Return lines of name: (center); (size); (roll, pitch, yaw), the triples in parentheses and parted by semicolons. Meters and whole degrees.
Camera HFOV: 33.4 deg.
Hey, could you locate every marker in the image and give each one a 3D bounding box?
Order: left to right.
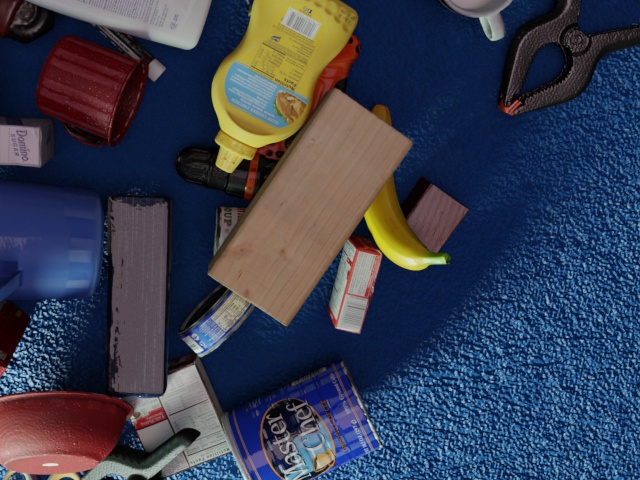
marker: (-0.205, -0.206, 1.062); (0.121, 0.020, 0.020); (42, 94, -11)

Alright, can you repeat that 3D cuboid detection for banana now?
banana: (0.072, -0.044, 1.075); (0.070, 0.037, 0.198); (-31, 62, 19)

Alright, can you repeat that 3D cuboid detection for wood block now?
wood block: (-0.012, -0.034, 1.011); (0.090, 0.091, 0.206); (34, 91, -8)

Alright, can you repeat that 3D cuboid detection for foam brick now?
foam brick: (0.109, -0.019, 1.112); (0.051, 0.053, 0.078); (34, 96, -11)

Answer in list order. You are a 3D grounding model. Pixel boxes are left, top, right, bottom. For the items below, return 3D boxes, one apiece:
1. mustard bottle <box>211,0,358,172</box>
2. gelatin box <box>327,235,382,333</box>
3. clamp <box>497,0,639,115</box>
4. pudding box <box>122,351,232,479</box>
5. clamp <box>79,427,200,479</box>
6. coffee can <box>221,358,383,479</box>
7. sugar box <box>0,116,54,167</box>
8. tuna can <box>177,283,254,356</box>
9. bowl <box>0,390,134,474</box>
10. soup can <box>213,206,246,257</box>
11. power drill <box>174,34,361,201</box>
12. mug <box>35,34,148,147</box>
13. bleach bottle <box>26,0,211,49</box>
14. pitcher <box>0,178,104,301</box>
mustard bottle: (-0.048, -0.152, 1.011); (0.096, 0.058, 0.192); (27, 99, -11)
gelatin box: (0.035, 0.044, 1.106); (0.030, 0.073, 0.089); (14, 98, -9)
clamp: (0.255, -0.218, 1.097); (0.210, 0.036, 0.164); (-41, 102, 3)
pudding box: (-0.152, 0.187, 1.133); (0.090, 0.039, 0.113); (-21, 104, -1)
clamp: (-0.172, 0.257, 1.105); (0.172, 0.039, 0.120); (-14, 100, 33)
coffee can: (-0.019, 0.199, 1.115); (0.140, 0.103, 0.103); (-25, 102, -1)
sugar box: (-0.352, -0.100, 1.029); (0.176, 0.093, 0.048); (0, 101, -7)
tuna can: (-0.106, 0.077, 1.092); (0.086, 0.086, 0.033); (-44, 100, 3)
bowl: (-0.266, 0.196, 1.059); (0.162, 0.162, 0.055); (-2, 67, -6)
soup can: (-0.057, 0.001, 1.091); (0.102, 0.068, 0.068); (4, 100, -6)
power drill: (-0.043, -0.129, 1.076); (0.184, 0.057, 0.188); (10, 101, -8)
mug: (-0.225, -0.141, 1.042); (0.081, 0.093, 0.117); (22, 138, 1)
bleach bottle: (-0.225, -0.260, 0.993); (0.250, 0.068, 0.102); (15, 96, -23)
pitcher: (-0.332, 0.005, 1.014); (0.242, 0.145, 0.149); (3, 80, -17)
